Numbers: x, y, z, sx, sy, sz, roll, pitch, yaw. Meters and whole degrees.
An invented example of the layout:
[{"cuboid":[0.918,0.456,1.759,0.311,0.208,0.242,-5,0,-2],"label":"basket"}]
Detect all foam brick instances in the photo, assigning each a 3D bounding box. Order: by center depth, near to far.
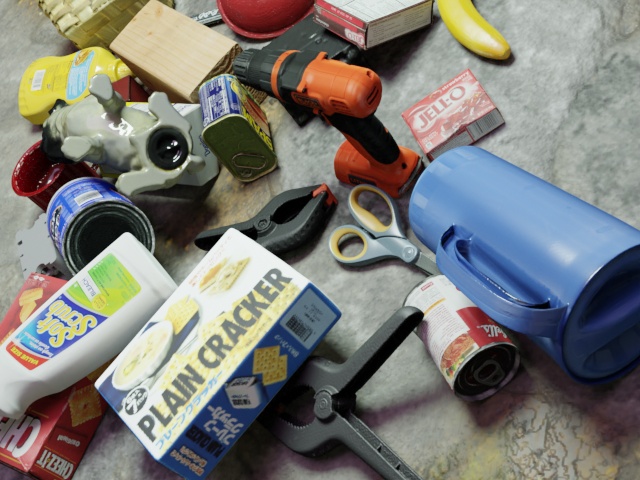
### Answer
[{"cuboid":[-0.270,-0.173,1.419,0.078,0.053,0.051,-22,49,19],"label":"foam brick"}]

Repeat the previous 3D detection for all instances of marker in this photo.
[{"cuboid":[-0.146,-0.305,1.454,0.121,0.020,0.020,-9,54,29],"label":"marker"}]

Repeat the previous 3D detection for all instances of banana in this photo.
[{"cuboid":[0.167,-0.270,1.208,0.070,0.037,0.198,-20,50,21],"label":"banana"}]

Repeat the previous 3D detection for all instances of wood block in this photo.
[{"cuboid":[-0.168,-0.221,1.359,0.090,0.090,0.206,-49,46,-7],"label":"wood block"}]

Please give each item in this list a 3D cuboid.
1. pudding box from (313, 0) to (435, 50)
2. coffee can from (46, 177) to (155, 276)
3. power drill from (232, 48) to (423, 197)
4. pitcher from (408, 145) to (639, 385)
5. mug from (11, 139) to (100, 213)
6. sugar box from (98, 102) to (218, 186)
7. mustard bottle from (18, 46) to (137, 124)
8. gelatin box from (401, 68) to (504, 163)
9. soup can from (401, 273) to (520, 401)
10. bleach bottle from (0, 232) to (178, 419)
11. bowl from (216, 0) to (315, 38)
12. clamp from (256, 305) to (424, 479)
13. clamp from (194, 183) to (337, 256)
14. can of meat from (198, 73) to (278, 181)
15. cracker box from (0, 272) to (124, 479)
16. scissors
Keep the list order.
[{"cuboid":[0.062,-0.266,1.231,0.113,0.039,0.090,-28,49,-31],"label":"pudding box"},{"cuboid":[-0.255,-0.011,1.228,0.103,0.102,0.140,-47,25,-5],"label":"coffee can"},{"cuboid":[0.012,-0.125,1.104,0.185,0.187,0.057,22,74,40],"label":"power drill"},{"cuboid":[0.177,0.010,0.932,0.145,0.149,0.243,-46,42,-3],"label":"pitcher"},{"cuboid":[-0.327,-0.083,1.372,0.093,0.081,0.117,27,76,43],"label":"mug"},{"cuboid":[-0.209,-0.121,1.312,0.177,0.093,0.048,6,33,34],"label":"sugar box"},{"cuboid":[-0.333,-0.221,1.490,0.192,0.058,0.096,-6,63,30],"label":"mustard bottle"},{"cuboid":[0.139,-0.131,1.132,0.089,0.030,0.073,-33,46,9],"label":"gelatin box"},{"cuboid":[0.124,0.086,0.961,0.068,0.068,0.102,-38,45,4],"label":"soup can"},{"cuboid":[-0.265,0.108,1.116,0.251,0.068,0.103,-42,58,-3],"label":"bleach bottle"},{"cuboid":[-0.072,-0.345,1.376,0.162,0.055,0.162,-6,72,19],"label":"bowl"},{"cuboid":[0.018,0.142,0.986,0.210,0.036,0.164,-3,78,44],"label":"clamp"},{"cuboid":[-0.058,0.001,1.162,0.171,0.039,0.120,-29,49,13],"label":"clamp"},{"cuboid":[-0.097,-0.133,1.243,0.057,0.102,0.084,-26,46,14],"label":"can of meat"},{"cuboid":[-0.309,0.150,1.198,0.164,0.072,0.213,12,66,36],"label":"cracker box"},{"cuboid":[0.075,0.023,1.074,0.096,0.016,0.202,-45,53,14],"label":"scissors"}]
